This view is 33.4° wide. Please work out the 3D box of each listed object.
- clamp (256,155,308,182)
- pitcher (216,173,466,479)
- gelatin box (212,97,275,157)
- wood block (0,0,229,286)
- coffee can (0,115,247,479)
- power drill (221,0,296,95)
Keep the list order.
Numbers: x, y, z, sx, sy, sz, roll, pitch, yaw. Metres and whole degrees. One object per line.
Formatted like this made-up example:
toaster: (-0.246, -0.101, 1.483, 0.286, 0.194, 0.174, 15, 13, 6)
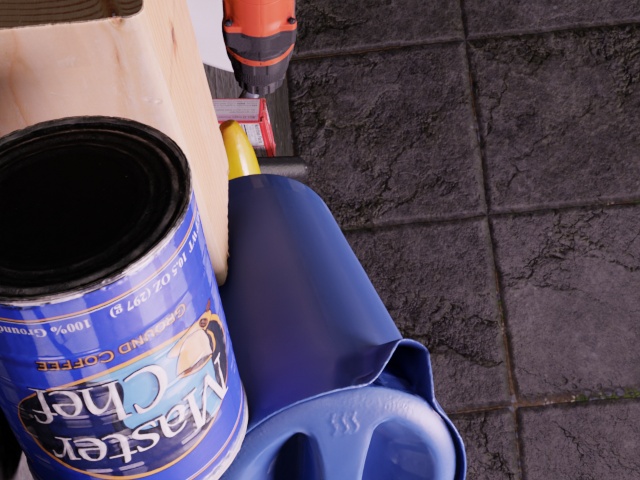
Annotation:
clamp: (-0.077, -0.059, 0.916, 0.171, 0.120, 0.039, -29, 108, -83)
pitcher: (-0.023, 0.071, 0.615, 0.243, 0.149, 0.145, -113, -178, -55)
gelatin box: (-0.089, -0.099, 0.972, 0.073, 0.089, 0.030, 79, 11, -62)
wood block: (-0.104, -0.064, 0.519, 0.206, 0.090, 0.091, 81, 5, -57)
coffee can: (-0.091, 0.035, 0.441, 0.103, 0.103, 0.140, -93, 176, -46)
power drill: (-0.046, -0.215, 0.757, 0.184, 0.057, 0.187, 104, -19, -71)
